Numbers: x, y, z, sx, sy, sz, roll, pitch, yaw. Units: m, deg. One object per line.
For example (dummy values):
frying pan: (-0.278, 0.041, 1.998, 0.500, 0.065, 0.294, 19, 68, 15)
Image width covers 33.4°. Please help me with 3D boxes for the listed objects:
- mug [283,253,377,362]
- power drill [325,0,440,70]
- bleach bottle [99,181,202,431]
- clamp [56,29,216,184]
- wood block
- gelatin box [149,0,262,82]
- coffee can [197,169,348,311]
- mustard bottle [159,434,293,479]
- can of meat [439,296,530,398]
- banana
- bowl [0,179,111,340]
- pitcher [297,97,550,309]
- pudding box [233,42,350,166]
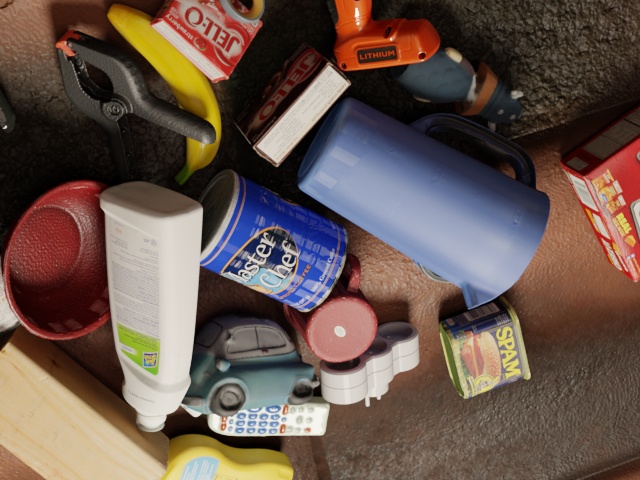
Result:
mug: (0.018, 0.071, 1.167, 0.093, 0.081, 0.117, 17, 106, -22)
power drill: (0.055, -0.261, 1.014, 0.185, 0.057, 0.187, -2, 122, 30)
bleach bottle: (-0.172, 0.074, 1.069, 0.067, 0.103, 0.251, -23, 126, -50)
clamp: (-0.183, -0.134, 1.033, 0.120, 0.039, 0.171, -22, 119, 17)
wood block: (-0.263, 0.188, 1.103, 0.206, 0.091, 0.090, 42, 94, -13)
gelatin box: (-0.109, -0.208, 1.028, 0.089, 0.030, 0.073, 40, 66, -26)
coffee can: (-0.057, 0.001, 1.105, 0.140, 0.103, 0.103, 26, 102, -24)
mustard bottle: (-0.134, 0.270, 1.217, 0.191, 0.058, 0.096, 18, 110, -22)
can of meat: (0.192, 0.128, 1.258, 0.084, 0.057, 0.102, -19, 115, -5)
banana: (-0.143, -0.148, 1.055, 0.069, 0.037, 0.198, -23, 116, -7)
bowl: (-0.257, 0.014, 1.055, 0.161, 0.055, 0.162, -21, 119, -44)
pitcher: (0.107, -0.055, 1.105, 0.242, 0.149, 0.145, 29, 115, -9)
pudding box: (-0.030, -0.138, 1.064, 0.039, 0.090, 0.113, 37, 98, -26)
